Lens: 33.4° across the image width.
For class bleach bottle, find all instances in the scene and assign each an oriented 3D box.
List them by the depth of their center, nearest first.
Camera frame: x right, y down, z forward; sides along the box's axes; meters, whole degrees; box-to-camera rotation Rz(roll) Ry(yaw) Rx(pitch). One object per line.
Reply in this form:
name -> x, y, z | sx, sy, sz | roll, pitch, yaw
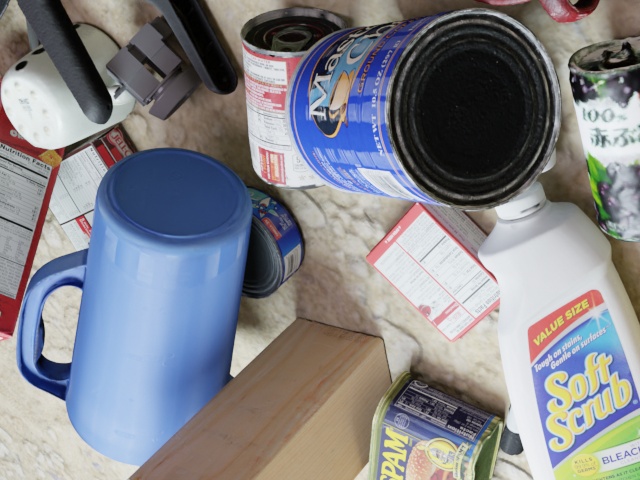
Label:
bleach bottle -> 0.155, 0.077, 0.676 | 0.103, 0.068, 0.251 | -20, 107, 13

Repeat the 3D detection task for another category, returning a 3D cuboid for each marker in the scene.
marker -> 0.145, 0.110, 0.755 | 0.020, 0.020, 0.121 | 26, 134, 23

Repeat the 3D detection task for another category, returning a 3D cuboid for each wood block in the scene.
wood block -> -0.036, 0.158, 0.803 | 0.090, 0.205, 0.091 | 11, 127, 35

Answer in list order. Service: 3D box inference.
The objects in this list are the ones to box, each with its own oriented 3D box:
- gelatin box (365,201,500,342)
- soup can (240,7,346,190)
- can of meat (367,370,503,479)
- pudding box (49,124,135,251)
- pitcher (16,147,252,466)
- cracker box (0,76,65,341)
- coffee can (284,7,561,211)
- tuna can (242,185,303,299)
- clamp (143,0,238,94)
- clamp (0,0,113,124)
gelatin box -> 0.085, 0.017, 0.730 | 0.089, 0.030, 0.073 | 44, 137, 5
soup can -> -0.015, -0.093, 0.705 | 0.069, 0.068, 0.102 | 20, 131, 29
can of meat -> 0.087, 0.161, 0.815 | 0.084, 0.057, 0.102 | 22, 132, 23
pudding box -> -0.189, -0.039, 0.913 | 0.114, 0.039, 0.090 | -18, 106, 44
pitcher -> -0.132, 0.050, 0.806 | 0.145, 0.149, 0.243 | 41, 139, 25
cracker box -> -0.298, -0.015, 0.896 | 0.072, 0.213, 0.165 | 27, 151, -36
coffee can -> 0.052, -0.073, 0.599 | 0.103, 0.102, 0.140 | 64, 163, -16
tuna can -> -0.055, 0.001, 0.833 | 0.086, 0.033, 0.086 | 22, 132, 27
clamp -> -0.106, -0.180, 0.741 | 0.172, 0.039, 0.120 | 36, 132, 19
clamp -> -0.230, -0.185, 0.771 | 0.165, 0.036, 0.210 | -1, 99, 23
